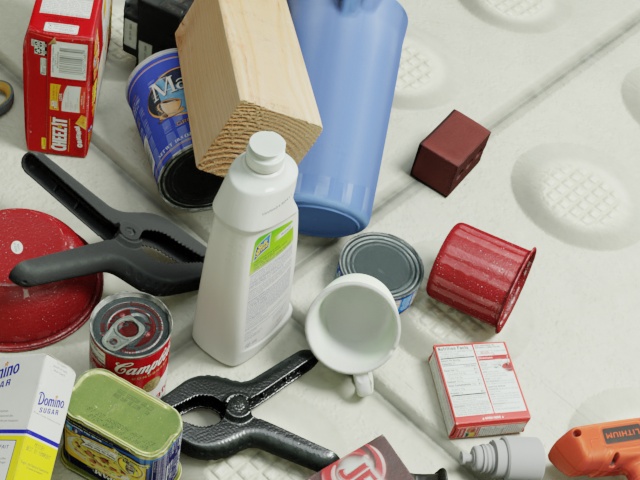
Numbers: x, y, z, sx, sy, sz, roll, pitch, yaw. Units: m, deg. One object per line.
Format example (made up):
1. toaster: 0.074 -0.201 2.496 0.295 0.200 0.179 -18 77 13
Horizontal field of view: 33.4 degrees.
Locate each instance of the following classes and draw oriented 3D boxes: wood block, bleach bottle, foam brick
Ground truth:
1. wood block: -0.073 -0.157 1.036 0.090 0.091 0.206 15 40 -29
2. bleach bottle: -0.056 0.001 0.922 0.068 0.251 0.102 34 51 17
3. foam brick: 0.144 -0.096 1.181 0.051 0.053 0.078 33 52 16

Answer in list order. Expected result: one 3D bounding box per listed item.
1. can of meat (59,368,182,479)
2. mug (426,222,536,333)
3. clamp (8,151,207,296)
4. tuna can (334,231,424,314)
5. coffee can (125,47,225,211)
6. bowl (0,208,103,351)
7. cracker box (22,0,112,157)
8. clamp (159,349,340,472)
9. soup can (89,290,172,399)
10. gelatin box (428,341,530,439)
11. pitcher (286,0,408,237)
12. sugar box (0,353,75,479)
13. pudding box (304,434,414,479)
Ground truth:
1. can of meat: -0.163 0.161 0.873 0.102 0.084 0.057 26 50 11
2. mug: 0.160 0.031 1.059 0.081 0.093 0.117 24 18 16
3. clamp: -0.190 -0.005 0.997 0.209 0.036 0.164 14 41 -31
4. tuna can: 0.058 0.034 1.062 0.086 0.034 0.086 6 49 -7
5. coffee can: -0.136 -0.115 1.105 0.102 0.103 0.140 -10 53 -19
6. bowl: -0.282 0.022 0.988 0.162 0.055 0.162 6 49 -7
7. cracker box: -0.263 -0.221 1.130 0.072 0.164 0.213 7 49 -9
8. clamp: -0.065 0.159 0.927 0.171 0.039 0.120 -11 48 -16
9. soup can: -0.163 0.100 0.913 0.068 0.102 0.068 6 49 -7
10. gelatin box: 0.146 0.138 0.994 0.073 0.030 0.089 -3 50 -12
11. pitcher: 0.011 -0.128 1.104 0.145 0.149 0.243 -7 67 39
12. sugar box: -0.251 0.176 0.814 0.093 0.048 0.176 -6 58 28
13. pudding box: 0.043 0.227 0.869 0.090 0.039 0.114 -29 54 -11
